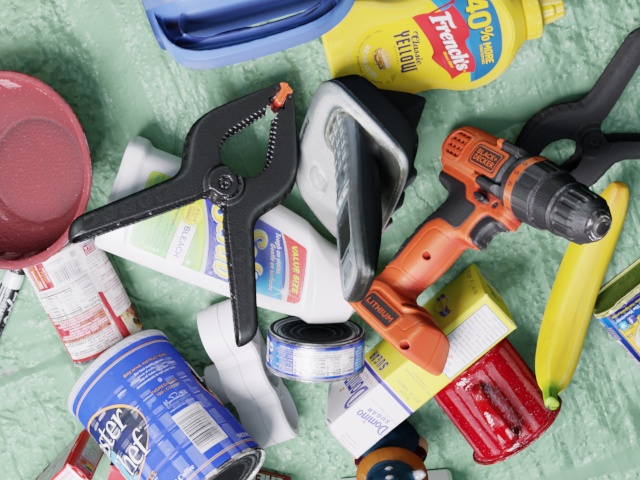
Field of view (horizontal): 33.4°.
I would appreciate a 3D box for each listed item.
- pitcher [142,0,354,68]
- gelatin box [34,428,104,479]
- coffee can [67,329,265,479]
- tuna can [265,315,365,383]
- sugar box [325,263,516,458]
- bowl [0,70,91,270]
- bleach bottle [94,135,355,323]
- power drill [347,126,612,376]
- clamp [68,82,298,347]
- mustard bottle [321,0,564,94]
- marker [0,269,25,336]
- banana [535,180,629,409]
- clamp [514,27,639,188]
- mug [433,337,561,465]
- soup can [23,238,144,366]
[{"bbox_3d":[-0.022,-0.225,0.803,0.243,0.145,0.149,-12,105,2],"label":"pitcher"},{"bbox_3d":[-0.236,0.221,0.960,0.030,0.073,0.089,43,102,-9],"label":"gelatin box"},{"bbox_3d":[-0.129,0.159,0.893,0.140,0.102,0.103,45,103,20],"label":"coffee can"},{"bbox_3d":[-0.004,0.091,0.914,0.086,0.086,0.034,2,104,1],"label":"tuna can"},{"bbox_3d":[0.081,0.101,0.910,0.176,0.093,0.048,-39,100,10],"label":"sugar box"},{"bbox_3d":[-0.248,-0.058,0.881,0.162,0.055,0.162,2,96,18],"label":"bowl"},{"bbox_3d":[-0.056,0.001,0.904,0.250,0.068,0.102,20,97,-8],"label":"bleach bottle"},{"bbox_3d":[0.118,0.010,0.832,0.057,0.185,0.187,37,92,-35],"label":"power drill"},{"bbox_3d":[-0.089,-0.042,0.846,0.164,0.036,0.210,26,74,-8],"label":"clamp"},{"bbox_3d":[0.099,-0.165,0.855,0.191,0.058,0.096,-13,114,4],"label":"mustard bottle"},{"bbox_3d":[-0.281,0.055,0.945,0.020,0.020,0.121,24,104,-5],"label":"marker"},{"bbox_3d":[0.218,0.048,0.897,0.037,0.070,0.198,19,83,-10],"label":"banana"},{"bbox_3d":[0.224,-0.097,0.880,0.171,0.039,0.120,-22,104,7],"label":"clamp"},{"bbox_3d":[0.145,0.135,0.909,0.093,0.117,0.081,-36,97,14],"label":"mug"},{"bbox_3d":[-0.204,0.047,0.916,0.068,0.068,0.102,-24,103,7],"label":"soup can"}]
